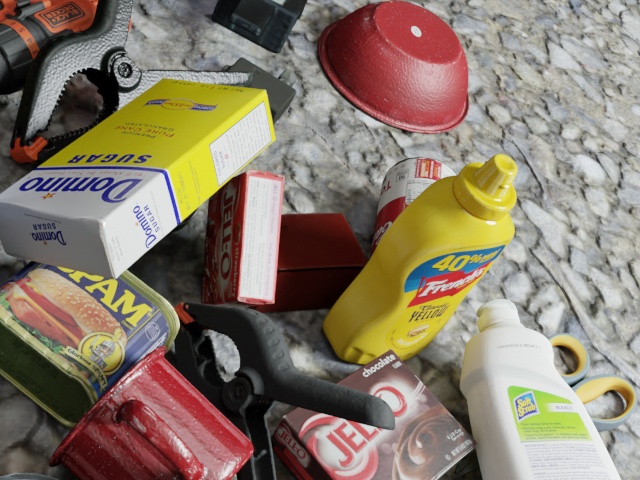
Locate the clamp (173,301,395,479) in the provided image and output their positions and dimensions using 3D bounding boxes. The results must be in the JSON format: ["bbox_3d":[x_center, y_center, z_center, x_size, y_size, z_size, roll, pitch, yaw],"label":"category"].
[{"bbox_3d":[-0.032,0.093,0.662,0.171,0.120,0.039,56,12,26],"label":"clamp"}]

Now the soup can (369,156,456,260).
[{"bbox_3d":[0.077,-0.010,0.845,0.068,0.069,0.102,22,43,-10],"label":"soup can"}]

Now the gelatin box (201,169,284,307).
[{"bbox_3d":[-0.055,0.001,0.730,0.030,0.073,0.089,7,81,-24],"label":"gelatin box"}]

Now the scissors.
[{"bbox_3d":[0.159,0.119,0.811,0.201,0.016,0.096,-5,52,-33],"label":"scissors"}]

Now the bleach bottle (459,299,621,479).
[{"bbox_3d":[0.158,0.153,0.727,0.102,0.068,0.251,6,52,-24],"label":"bleach bottle"}]

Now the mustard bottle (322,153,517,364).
[{"bbox_3d":[0.079,0.011,0.734,0.096,0.192,0.058,-6,55,-34],"label":"mustard bottle"}]

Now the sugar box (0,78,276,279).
[{"bbox_3d":[-0.115,-0.046,0.682,0.093,0.048,0.176,10,35,30],"label":"sugar box"}]

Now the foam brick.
[{"bbox_3d":[-0.016,0.016,0.780,0.078,0.051,0.053,-1,51,-31],"label":"foam brick"}]

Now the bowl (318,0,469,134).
[{"bbox_3d":[0.081,-0.177,1.013,0.162,0.055,0.162,16,44,-16],"label":"bowl"}]

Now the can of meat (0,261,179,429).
[{"bbox_3d":[-0.154,0.055,0.661,0.102,0.058,0.083,37,46,6],"label":"can of meat"}]

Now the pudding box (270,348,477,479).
[{"bbox_3d":[0.035,0.134,0.707,0.113,0.039,0.090,-25,66,-43],"label":"pudding box"}]

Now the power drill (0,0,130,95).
[{"bbox_3d":[-0.268,-0.190,0.827,0.188,0.057,0.184,44,47,11],"label":"power drill"}]

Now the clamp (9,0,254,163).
[{"bbox_3d":[-0.147,-0.123,0.811,0.164,0.036,0.209,47,61,-26],"label":"clamp"}]

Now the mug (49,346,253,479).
[{"bbox_3d":[-0.090,0.118,0.600,0.081,0.117,0.093,42,67,5],"label":"mug"}]
